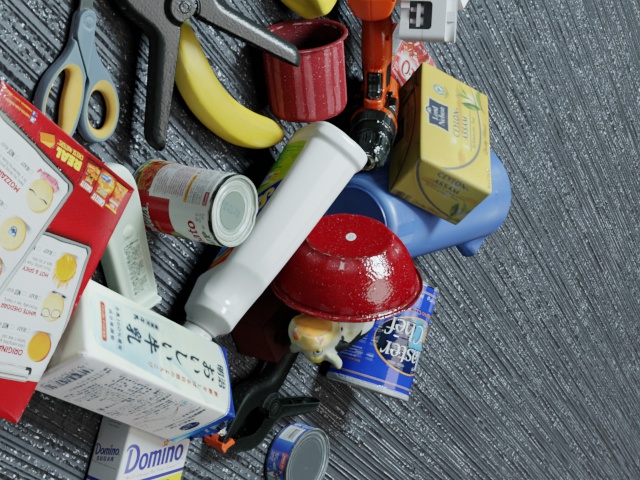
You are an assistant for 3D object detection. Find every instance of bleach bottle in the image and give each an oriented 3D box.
[{"bbox_3d":[-0.057,0.001,1.054,0.068,0.103,0.250,39,74,-17],"label":"bleach bottle"}]

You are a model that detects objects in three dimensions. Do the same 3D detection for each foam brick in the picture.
[{"bbox_3d":[-0.053,0.083,1.140,0.078,0.051,0.053,-49,137,-35],"label":"foam brick"}]

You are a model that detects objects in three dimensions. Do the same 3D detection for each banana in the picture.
[{"bbox_3d":[-0.093,-0.138,1.022,0.069,0.037,0.197,-54,139,-16],"label":"banana"}]

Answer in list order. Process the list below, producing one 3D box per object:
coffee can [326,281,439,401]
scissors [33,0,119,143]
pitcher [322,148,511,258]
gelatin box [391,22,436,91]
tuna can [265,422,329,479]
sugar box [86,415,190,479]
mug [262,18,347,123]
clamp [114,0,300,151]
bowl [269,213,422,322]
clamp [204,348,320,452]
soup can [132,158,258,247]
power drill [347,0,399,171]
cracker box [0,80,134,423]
[{"bbox_3d":[0.075,0.113,1.289,0.102,0.103,0.140,29,76,-55],"label":"coffee can"},{"bbox_3d":[-0.189,-0.170,0.900,0.096,0.016,0.202,29,76,-56],"label":"scissors"},{"bbox_3d":[0.111,-0.052,1.280,0.242,0.149,0.145,-18,146,-49],"label":"pitcher"},{"bbox_3d":[0.103,-0.208,1.296,0.089,0.030,0.073,50,59,-49],"label":"gelatin box"},{"bbox_3d":[-0.027,0.257,1.247,0.085,0.034,0.086,-22,117,-51],"label":"tuna can"},{"bbox_3d":[-0.183,0.254,1.011,0.093,0.048,0.176,20,84,-56],"label":"sugar box"},{"bbox_3d":[-0.011,-0.177,1.094,0.117,0.093,0.081,-51,143,-49],"label":"mug"},{"bbox_3d":[-0.114,-0.204,0.935,0.164,0.036,0.210,-28,112,-20],"label":"clamp"},{"bbox_3d":[0.027,0.018,1.096,0.161,0.162,0.055,-34,137,-46],"label":"bowl"},{"bbox_3d":[-0.057,0.183,1.177,0.171,0.039,0.120,-43,128,-32],"label":"clamp"},{"bbox_3d":[-0.116,-0.034,0.969,0.068,0.102,0.068,-22,118,-51],"label":"soup can"},{"bbox_3d":[0.056,-0.187,1.145,0.184,0.057,0.188,-80,171,-56],"label":"power drill"},{"bbox_3d":[-0.255,0.008,0.809,0.164,0.072,0.213,44,65,-50],"label":"cracker box"}]
